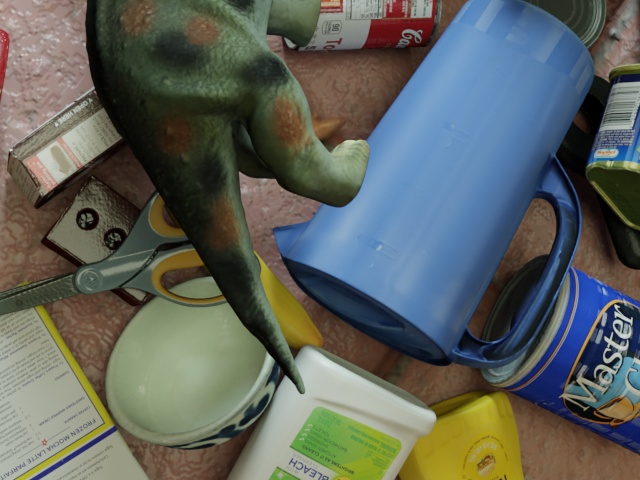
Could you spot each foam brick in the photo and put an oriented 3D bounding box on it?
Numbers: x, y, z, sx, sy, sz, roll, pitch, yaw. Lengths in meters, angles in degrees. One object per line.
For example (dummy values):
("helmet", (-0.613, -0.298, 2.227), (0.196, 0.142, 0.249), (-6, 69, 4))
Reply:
("foam brick", (-0.139, 0.001, 0.713), (0.078, 0.051, 0.053), (36, 77, -10))

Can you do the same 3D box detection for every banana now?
("banana", (-0.066, -0.003, 0.725), (0.037, 0.070, 0.198), (-38, 109, -25))

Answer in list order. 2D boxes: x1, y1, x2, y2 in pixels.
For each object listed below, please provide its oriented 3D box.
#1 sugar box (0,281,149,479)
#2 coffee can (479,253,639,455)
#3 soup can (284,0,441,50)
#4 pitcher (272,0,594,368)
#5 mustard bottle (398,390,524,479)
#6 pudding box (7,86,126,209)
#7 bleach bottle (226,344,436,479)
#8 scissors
("sugar box", (-0.186, 0.123, 0.694), (0.093, 0.048, 0.176), (-30, 97, -16))
("coffee can", (0.201, 0.086, 0.774), (0.140, 0.103, 0.103), (27, 79, -12))
("soup can", (0.027, -0.171, 0.764), (0.102, 0.069, 0.068), (-5, 87, -16))
("pitcher", (0.097, -0.039, 0.734), (0.149, 0.145, 0.242), (39, 77, -31))
("mustard bottle", (0.116, 0.211, 0.762), (0.096, 0.058, 0.191), (-17, 91, -35))
("pudding box", (-0.154, -0.062, 0.682), (0.090, 0.114, 0.039), (-39, 97, -14))
("bleach bottle", (-0.027, 0.200, 0.702), (0.102, 0.068, 0.251), (28, 91, -13))
("scissors", (-0.137, 0.004, 0.672), (0.201, 0.016, 0.096), (0, 96, -10))
